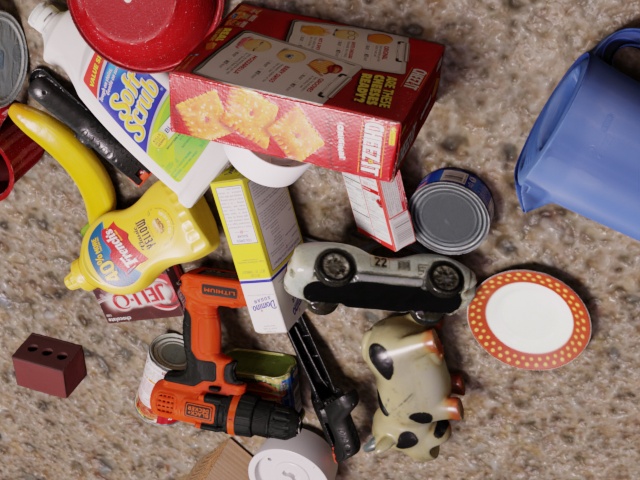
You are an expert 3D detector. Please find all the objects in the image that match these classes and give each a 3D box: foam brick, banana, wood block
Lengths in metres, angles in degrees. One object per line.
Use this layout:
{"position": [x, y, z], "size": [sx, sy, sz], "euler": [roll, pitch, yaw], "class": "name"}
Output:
{"position": [-0.356, 0.165, 1.404], "size": [0.078, 0.053, 0.051], "euler": [12, 126, 14], "class": "foam brick"}
{"position": [-0.278, -0.078, 1.201], "size": [0.069, 0.037, 0.198], "euler": [-15, 129, 7], "class": "banana"}
{"position": [-0.084, 0.371, 1.407], "size": [0.206, 0.090, 0.090], "euler": [42, 128, -9], "class": "wood block"}

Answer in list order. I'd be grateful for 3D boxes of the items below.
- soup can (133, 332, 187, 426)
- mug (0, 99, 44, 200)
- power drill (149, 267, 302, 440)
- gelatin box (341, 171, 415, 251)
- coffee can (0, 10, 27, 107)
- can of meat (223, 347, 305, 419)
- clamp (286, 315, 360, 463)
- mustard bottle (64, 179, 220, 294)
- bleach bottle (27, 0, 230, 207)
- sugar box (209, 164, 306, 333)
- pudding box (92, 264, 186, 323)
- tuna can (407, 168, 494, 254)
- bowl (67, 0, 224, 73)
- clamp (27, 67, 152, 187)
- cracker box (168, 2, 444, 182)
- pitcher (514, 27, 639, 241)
{"position": [-0.190, 0.173, 1.332], "size": [0.068, 0.068, 0.102], "euler": [24, 127, 5], "class": "soup can"}
{"position": [-0.363, -0.111, 1.203], "size": [0.093, 0.081, 0.117], "euler": [29, 128, 2], "class": "mug"}
{"position": [-0.102, 0.132, 1.227], "size": [0.184, 0.057, 0.188], "euler": [9, 99, 11], "class": "power drill"}
{"position": [0.058, -0.042, 1.088], "size": [0.073, 0.030, 0.089], "euler": [30, 142, 55], "class": "gelatin box"}
{"position": [-0.403, -0.199, 1.147], "size": [0.140, 0.102, 0.103], "euler": [7, 124, 18], "class": "coffee can"}
{"position": [-0.074, 0.182, 1.298], "size": [0.102, 0.057, 0.084], "euler": [5, 121, 18], "class": "can of meat"}
{"position": [0.008, 0.183, 1.250], "size": [0.036, 0.165, 0.210], "euler": [-24, 140, -12], "class": "clamp"}
{"position": [-0.211, 0.007, 1.202], "size": [0.192, 0.058, 0.096], "euler": [-28, 84, 20], "class": "mustard bottle"}
{"position": [-0.202, -0.151, 1.112], "size": [0.251, 0.068, 0.103], "euler": [39, 100, -4], "class": "bleach bottle"}
{"position": [-0.058, 0.001, 1.133], "size": [0.048, 0.093, 0.176], "euler": [-3, 112, 25], "class": "sugar box"}
{"position": [-0.219, 0.050, 1.279], "size": [0.114, 0.039, 0.090], "euler": [-6, 119, 25], "class": "pudding box"}
{"position": [0.133, -0.030, 1.085], "size": [0.086, 0.033, 0.086], "euler": [11, 125, 15], "class": "tuna can"}
{"position": [-0.176, -0.238, 1.027], "size": [0.162, 0.055, 0.162], "euler": [2, 106, 7], "class": "bowl"}
{"position": [-0.248, -0.122, 1.140], "size": [0.171, 0.120, 0.039], "euler": [40, 96, -12], "class": "clamp"}
{"position": [-0.010, -0.140, 0.988], "size": [0.214, 0.164, 0.072], "euler": [15, 128, 13], "class": "cracker box"}
{"position": [0.308, -0.065, 0.942], "size": [0.243, 0.145, 0.149], "euler": [27, 140, -1], "class": "pitcher"}
